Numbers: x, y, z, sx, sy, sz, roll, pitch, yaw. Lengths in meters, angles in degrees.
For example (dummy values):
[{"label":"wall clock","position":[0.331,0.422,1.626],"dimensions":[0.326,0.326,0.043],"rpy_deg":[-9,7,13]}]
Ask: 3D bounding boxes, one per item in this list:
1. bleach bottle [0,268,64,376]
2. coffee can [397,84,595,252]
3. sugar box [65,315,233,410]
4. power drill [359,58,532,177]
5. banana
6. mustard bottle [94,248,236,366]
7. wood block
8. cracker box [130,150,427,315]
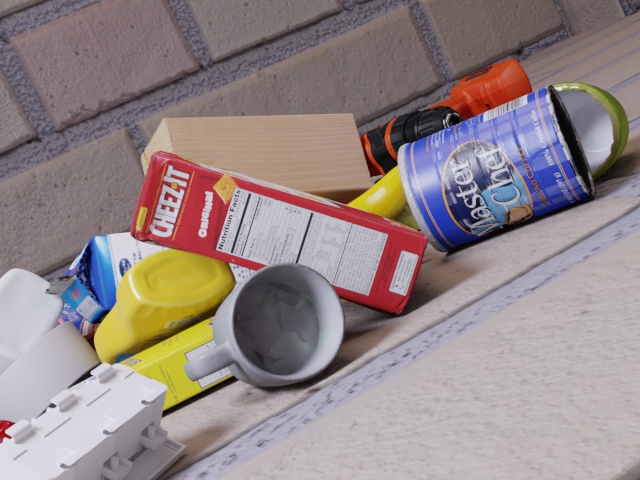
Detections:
[{"label":"bleach bottle","position":[-0.345,0.135,1.076],"dimensions":[0.251,0.068,0.102],"rpy_deg":[-46,15,41]},{"label":"coffee can","position":[0.152,-0.061,0.923],"dimensions":[0.140,0.103,0.102],"rpy_deg":[-22,8,21]},{"label":"sugar box","position":[-0.121,0.104,0.858],"dimensions":[0.176,0.048,0.093],"rpy_deg":[-24,5,-7]},{"label":"power drill","position":[0.132,-0.129,1.113],"dimensions":[0.187,0.057,0.185],"rpy_deg":[-28,8,-30]},{"label":"banana","position":[0.029,-0.023,1.033],"dimensions":[0.198,0.037,0.069],"rpy_deg":[-31,21,36]},{"label":"mustard bottle","position":[-0.149,0.077,0.951],"dimensions":[0.096,0.058,0.192],"rpy_deg":[-13,-24,-33]},{"label":"wood block","position":[-0.064,-0.068,1.080],"dimensions":[0.205,0.091,0.090],"rpy_deg":[-5,-19,-28]},{"label":"cracker box","position":[-0.038,-0.009,0.851],"dimensions":[0.213,0.072,0.164],"rpy_deg":[17,3,-8]}]
